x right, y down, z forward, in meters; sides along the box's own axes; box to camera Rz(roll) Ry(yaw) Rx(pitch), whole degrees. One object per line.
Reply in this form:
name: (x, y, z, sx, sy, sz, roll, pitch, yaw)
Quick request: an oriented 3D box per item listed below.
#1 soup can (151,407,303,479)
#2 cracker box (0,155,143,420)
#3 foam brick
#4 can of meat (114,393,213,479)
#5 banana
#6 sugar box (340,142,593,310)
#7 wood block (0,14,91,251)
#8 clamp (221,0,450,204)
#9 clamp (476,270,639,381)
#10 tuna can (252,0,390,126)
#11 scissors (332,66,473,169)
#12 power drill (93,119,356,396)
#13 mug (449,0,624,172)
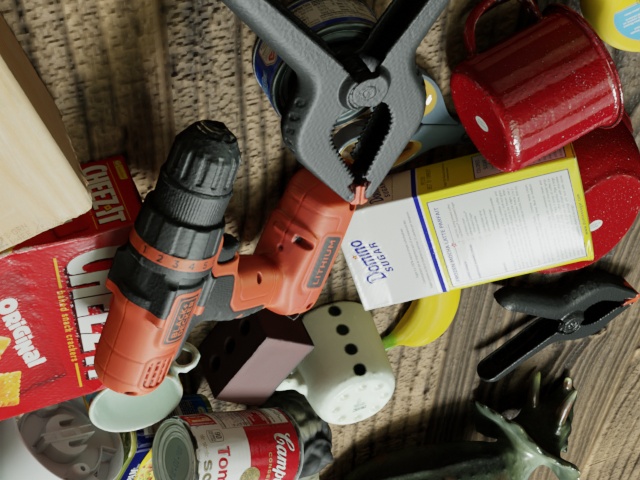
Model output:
soup can: (-0.074, 0.169, 0.846, 0.102, 0.068, 0.069, 2, 134, -39)
cracker box: (-0.215, 0.048, 0.691, 0.213, 0.072, 0.164, -15, 141, -17)
foam brick: (-0.053, 0.086, 0.849, 0.051, 0.053, 0.078, 14, 126, -41)
can of meat: (-0.143, 0.173, 0.893, 0.083, 0.057, 0.102, 2, 135, -36)
banana: (0.085, 0.036, 0.886, 0.069, 0.037, 0.198, -17, 141, -15)
sugar box: (0.103, -0.013, 0.777, 0.176, 0.048, 0.093, -12, 124, 14)
wood block: (-0.200, -0.089, 0.525, 0.090, 0.091, 0.206, -25, 142, -4)
clamp: (0.012, -0.099, 0.626, 0.164, 0.036, 0.210, -12, 140, -19)
clamp: (0.223, 0.078, 1.017, 0.171, 0.039, 0.120, -8, 140, -24)
tuna can: (0.003, -0.111, 0.668, 0.086, 0.034, 0.086, -17, 141, -14)
scissors: (0.101, -0.092, 0.764, 0.201, 0.016, 0.096, -13, 138, -22)
power drill: (-0.054, 0.001, 0.685, 0.187, 0.057, 0.185, -15, 136, -54)
mug: (0.135, -0.108, 0.708, 0.081, 0.093, 0.117, -29, 105, -8)
